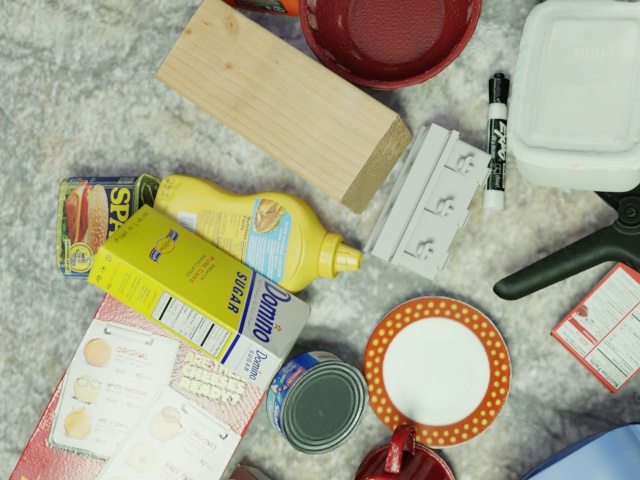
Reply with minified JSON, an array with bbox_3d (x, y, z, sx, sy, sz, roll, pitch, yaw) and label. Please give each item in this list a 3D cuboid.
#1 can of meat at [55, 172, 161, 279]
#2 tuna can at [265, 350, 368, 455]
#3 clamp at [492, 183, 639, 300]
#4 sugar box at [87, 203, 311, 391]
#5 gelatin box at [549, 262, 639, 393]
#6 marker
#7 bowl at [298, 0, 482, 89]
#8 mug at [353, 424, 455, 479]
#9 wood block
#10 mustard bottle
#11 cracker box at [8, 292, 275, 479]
[{"bbox_3d":[-0.197,-0.011,0.997,0.084,0.057,0.102,1,84,16],"label":"can of meat"},{"bbox_3d":[-0.003,0.138,0.918,0.034,0.086,0.086,29,91,56],"label":"tuna can"},{"bbox_3d":[0.252,-0.027,0.879,0.210,0.036,0.164,1,71,20],"label":"clamp"},{"bbox_3d":[-0.099,0.045,0.903,0.176,0.093,0.048,29,120,2],"label":"sugar box"},{"bbox_3d":[0.249,0.072,0.891,0.073,0.030,0.089,45,94,13],"label":"gelatin box"},{"bbox_3d":[0.155,-0.087,0.938,0.020,0.020,0.121,2,84,14],"label":"marker"},{"bbox_3d":[0.064,-0.208,0.953,0.162,0.055,0.162,-1,85,11],"label":"bowl"},{"bbox_3d":[0.063,0.210,0.882,0.093,0.081,0.117,10,99,17],"label":"mug"},{"bbox_3d":[-0.031,-0.119,0.950,0.206,0.090,0.090,35,93,15],"label":"wood block"},{"bbox_3d":[-0.056,0.001,0.959,0.192,0.058,0.096,11,94,15],"label":"mustard bottle"},{"bbox_3d":[-0.156,0.164,0.941,0.164,0.072,0.214,27,90,-4],"label":"cracker box"}]
